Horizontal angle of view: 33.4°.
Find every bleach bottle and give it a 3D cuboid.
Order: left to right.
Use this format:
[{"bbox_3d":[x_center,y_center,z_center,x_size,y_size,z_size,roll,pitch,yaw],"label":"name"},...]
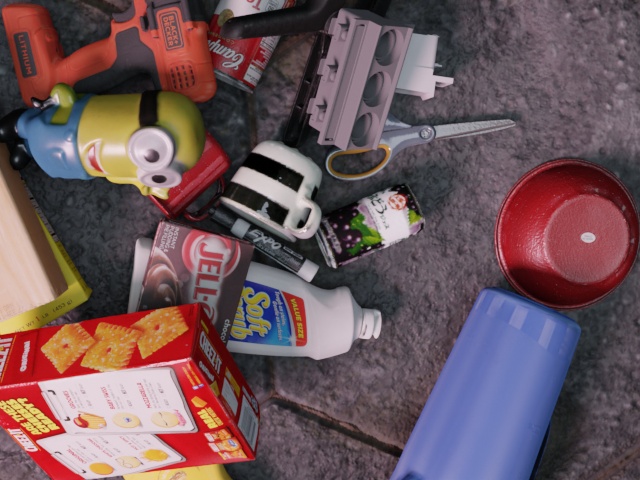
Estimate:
[{"bbox_3d":[-0.063,0.062,1.061,0.250,0.068,0.102,7,95,-10],"label":"bleach bottle"}]

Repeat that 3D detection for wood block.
[{"bbox_3d":[-0.313,-0.029,0.960,0.090,0.091,0.206,-23,95,-4],"label":"wood block"}]

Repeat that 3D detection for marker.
[{"bbox_3d":[-0.057,0.001,1.043,0.121,0.020,0.020,32,91,-3],"label":"marker"}]

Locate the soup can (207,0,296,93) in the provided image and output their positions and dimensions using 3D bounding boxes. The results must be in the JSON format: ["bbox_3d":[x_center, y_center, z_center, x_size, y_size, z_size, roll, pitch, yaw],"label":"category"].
[{"bbox_3d":[-0.074,-0.202,1.029,0.068,0.068,0.102,26,92,-9],"label":"soup can"}]

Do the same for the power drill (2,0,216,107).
[{"bbox_3d":[-0.197,-0.203,0.989,0.188,0.057,0.184,-10,93,16],"label":"power drill"}]

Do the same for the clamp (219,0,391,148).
[{"bbox_3d":[0.001,-0.209,1.021,0.210,0.036,0.164,-51,140,-8],"label":"clamp"}]

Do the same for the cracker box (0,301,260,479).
[{"bbox_3d":[-0.181,0.143,0.978,0.214,0.072,0.164,-9,136,16],"label":"cracker box"}]

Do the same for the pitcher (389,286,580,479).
[{"bbox_3d":[0.174,0.178,1.078,0.145,0.149,0.243,23,89,6],"label":"pitcher"}]

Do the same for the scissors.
[{"bbox_3d":[0.092,-0.124,1.085,0.201,0.016,0.096,-23,98,-5],"label":"scissors"}]

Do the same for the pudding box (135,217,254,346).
[{"bbox_3d":[-0.120,0.044,0.995,0.090,0.039,0.113,15,93,-14],"label":"pudding box"}]

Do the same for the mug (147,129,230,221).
[{"bbox_3d":[-0.135,-0.068,1.030,0.081,0.093,0.117,-44,125,-6],"label":"mug"}]

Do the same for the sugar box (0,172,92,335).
[{"bbox_3d":[-0.306,0.002,1.031,0.093,0.048,0.176,-31,100,-3],"label":"sugar box"}]

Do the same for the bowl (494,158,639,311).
[{"bbox_3d":[0.264,-0.003,1.099,0.162,0.055,0.162,-1,95,-8],"label":"bowl"}]
